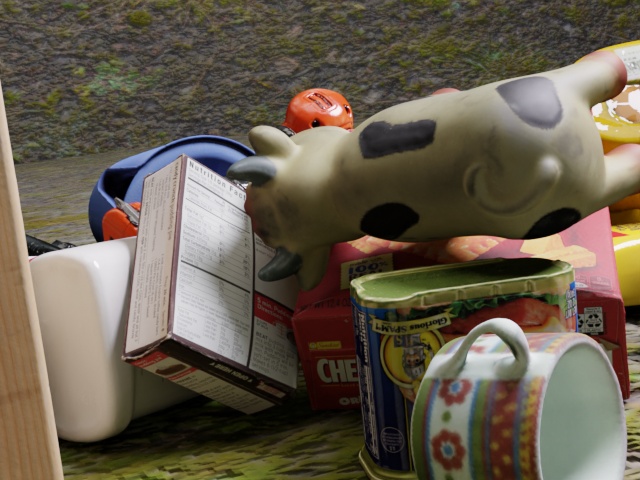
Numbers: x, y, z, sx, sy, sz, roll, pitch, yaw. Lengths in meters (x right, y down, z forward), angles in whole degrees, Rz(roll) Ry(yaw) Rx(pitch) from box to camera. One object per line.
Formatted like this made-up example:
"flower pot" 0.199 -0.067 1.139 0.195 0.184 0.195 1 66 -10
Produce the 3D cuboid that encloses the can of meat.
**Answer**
"can of meat" 0.065 0.055 0.472 0.102 0.084 0.057 -7 10 -8

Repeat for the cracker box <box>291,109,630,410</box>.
"cracker box" 0.083 0.001 0.613 0.164 0.072 0.213 -4 32 13

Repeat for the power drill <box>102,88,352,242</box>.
"power drill" -0.055 0.001 0.740 0.187 0.184 0.057 -31 51 -30

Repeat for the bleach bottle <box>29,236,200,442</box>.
"bleach bottle" -0.056 0.042 0.637 0.068 0.102 0.250 -4 3 37

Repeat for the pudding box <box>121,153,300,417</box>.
"pudding box" -0.053 0.023 0.555 0.039 0.113 0.089 -30 -44 34

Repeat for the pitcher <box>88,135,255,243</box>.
"pitcher" -0.118 -0.015 0.912 0.144 0.149 0.243 -25 12 -17

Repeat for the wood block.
"wood block" -0.181 0.016 0.483 0.090 0.206 0.090 -10 10 -21
